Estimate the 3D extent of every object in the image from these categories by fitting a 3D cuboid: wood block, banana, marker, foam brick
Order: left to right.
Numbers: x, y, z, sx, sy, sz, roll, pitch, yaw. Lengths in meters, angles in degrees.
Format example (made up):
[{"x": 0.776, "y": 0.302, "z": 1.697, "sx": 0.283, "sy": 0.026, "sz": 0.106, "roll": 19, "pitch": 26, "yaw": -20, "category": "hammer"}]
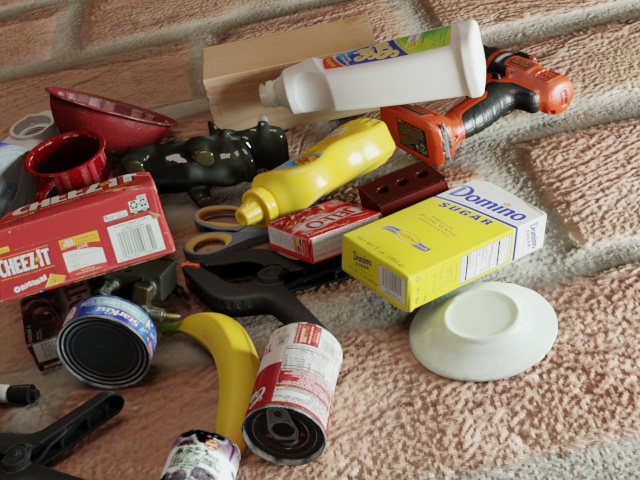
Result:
[{"x": -0.315, "y": 0.141, "z": 0.986, "sx": 0.121, "sy": 0.020, "sz": 0.020, "roll": -1, "pitch": 37, "yaw": 16, "category": "marker"}, {"x": -0.084, "y": 0.115, "z": 0.937, "sx": 0.069, "sy": 0.037, "sz": 0.198, "roll": -43, "pitch": 35, "yaw": 4, "category": "banana"}, {"x": -0.032, "y": -0.196, "z": 1.293, "sx": 0.206, "sy": 0.090, "sz": 0.091, "roll": -11, "pitch": 36, "yaw": 2, "category": "wood block"}, {"x": 0.086, "y": -0.037, "z": 1.068, "sx": 0.078, "sy": 0.051, "sz": 0.053, "roll": -23, "pitch": 31, "yaw": -13, "category": "foam brick"}]

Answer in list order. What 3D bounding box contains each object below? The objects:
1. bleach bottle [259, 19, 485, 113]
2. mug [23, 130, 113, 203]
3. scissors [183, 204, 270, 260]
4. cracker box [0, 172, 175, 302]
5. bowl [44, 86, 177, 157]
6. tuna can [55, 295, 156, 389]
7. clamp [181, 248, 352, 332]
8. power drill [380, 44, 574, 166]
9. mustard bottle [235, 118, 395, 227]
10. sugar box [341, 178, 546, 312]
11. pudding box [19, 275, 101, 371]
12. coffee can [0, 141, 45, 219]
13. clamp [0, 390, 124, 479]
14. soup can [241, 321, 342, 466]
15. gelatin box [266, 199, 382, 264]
[{"x": 0.052, "y": -0.179, "z": 1.177, "sx": 0.251, "sy": 0.068, "sz": 0.102, "roll": -9, "pitch": 29, "yaw": 16, "category": "bleach bottle"}, {"x": -0.279, "y": -0.058, "z": 1.191, "sx": 0.093, "sy": 0.081, "sz": 0.117, "roll": 3, "pitch": 38, "yaw": 21, "category": "mug"}, {"x": -0.057, "y": 0.001, "z": 1.096, "sx": 0.202, "sy": 0.016, "sz": 0.096, "roll": 13, "pitch": 45, "yaw": 32, "category": "scissors"}, {"x": -0.234, "y": -0.011, "z": 1.045, "sx": 0.164, "sy": 0.072, "sz": 0.214, "roll": -17, "pitch": 10, "yaw": -7, "category": "cracker box"}, {"x": -0.255, "y": -0.136, "z": 1.276, "sx": 0.162, "sy": 0.055, "sz": 0.162, "roll": 15, "pitch": 9, "yaw": -3, "category": "bowl"}, {"x": -0.191, "y": 0.091, "z": 0.958, "sx": 0.086, "sy": 0.086, "sz": 0.033, "roll": -5, "pitch": 35, "yaw": 11, "category": "tuna can"}, {"x": -0.042, "y": 0.049, "z": 1.005, "sx": 0.210, "sy": 0.036, "sz": 0.164, "roll": 3, "pitch": 32, "yaw": 19, "category": "clamp"}, {"x": 0.163, "y": -0.163, "z": 1.213, "sx": 0.187, "sy": 0.057, "sz": 0.185, "roll": -30, "pitch": 35, "yaw": -20, "category": "power drill"}, {"x": -0.014, "y": -0.064, "z": 1.107, "sx": 0.191, "sy": 0.058, "sz": 0.096, "roll": -33, "pitch": 14, "yaw": -36, "category": "mustard bottle"}, {"x": 0.116, "y": 0.000, "z": 0.989, "sx": 0.175, "sy": 0.048, "sz": 0.093, "roll": -25, "pitch": 41, "yaw": -30, "category": "sugar box"}, {"x": -0.243, "y": 0.070, "z": 1.041, "sx": 0.090, "sy": 0.039, "sz": 0.113, "roll": -18, "pitch": 36, "yaw": -9, "category": "pudding box"}, {"x": -0.401, "y": -0.072, "z": 1.231, "sx": 0.141, "sy": 0.103, "sz": 0.102, "roll": 17, "pitch": 46, "yaw": 36, "category": "coffee can"}, {"x": -0.239, "y": 0.192, "z": 0.876, "sx": 0.171, "sy": 0.039, "sz": 0.120, "roll": -21, "pitch": 31, "yaw": 0, "category": "clamp"}, {"x": -0.021, "y": 0.123, "z": 0.874, "sx": 0.068, "sy": 0.068, "sz": 0.102, "roll": -3, "pitch": 37, "yaw": 14, "category": "soup can"}, {"x": 0.005, "y": -0.010, "z": 1.034, "sx": 0.089, "sy": 0.030, "sz": 0.073, "roll": -20, "pitch": 24, "yaw": -31, "category": "gelatin box"}]
